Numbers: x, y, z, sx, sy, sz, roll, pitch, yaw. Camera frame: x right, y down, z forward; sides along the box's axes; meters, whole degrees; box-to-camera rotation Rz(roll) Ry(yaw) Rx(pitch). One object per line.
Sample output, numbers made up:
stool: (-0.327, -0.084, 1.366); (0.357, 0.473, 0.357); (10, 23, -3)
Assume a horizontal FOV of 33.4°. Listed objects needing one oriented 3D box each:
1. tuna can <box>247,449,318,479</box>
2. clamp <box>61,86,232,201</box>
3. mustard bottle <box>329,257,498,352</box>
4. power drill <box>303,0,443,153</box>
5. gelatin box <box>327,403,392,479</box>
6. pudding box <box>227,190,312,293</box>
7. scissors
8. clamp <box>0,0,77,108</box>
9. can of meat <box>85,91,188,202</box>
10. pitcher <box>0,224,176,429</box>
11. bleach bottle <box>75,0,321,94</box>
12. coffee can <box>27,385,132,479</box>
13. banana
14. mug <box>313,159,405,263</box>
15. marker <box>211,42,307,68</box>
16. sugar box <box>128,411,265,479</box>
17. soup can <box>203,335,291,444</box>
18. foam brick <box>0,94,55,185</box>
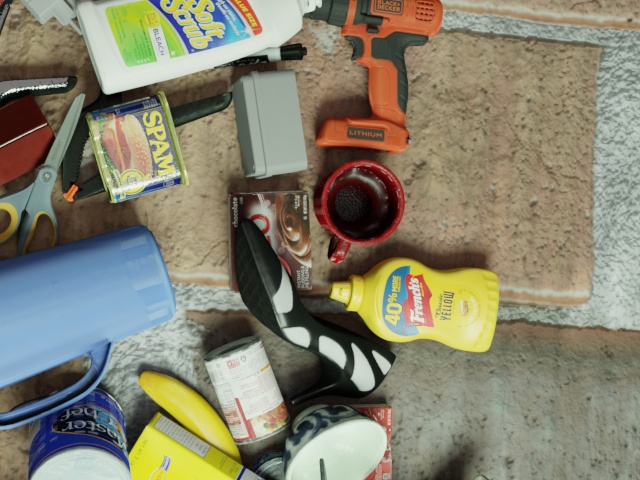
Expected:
tuna can: (-0.044, 0.281, 1.203); (0.086, 0.034, 0.086); (0, 91, -11)
clamp: (-0.205, -0.125, 1.161); (0.164, 0.036, 0.210); (29, 85, -10)
mustard bottle: (0.104, 0.069, 1.216); (0.191, 0.058, 0.096); (8, 88, -11)
power drill: (0.040, -0.196, 1.199); (0.184, 0.057, 0.188); (6, 91, -5)
gelatin box: (0.044, 0.233, 1.221); (0.073, 0.030, 0.089); (1, 90, -11)
pudding box: (-0.058, 0.001, 1.192); (0.090, 0.039, 0.113); (-3, 92, -11)
scissors: (-0.306, -0.065, 1.113); (0.096, 0.016, 0.202); (8, 113, -12)
clamp: (-0.359, -0.179, 1.129); (0.171, 0.039, 0.120); (-30, 94, -14)
can of meat: (-0.193, -0.097, 1.119); (0.083, 0.057, 0.102); (-17, 103, -13)
pitcher: (-0.275, 0.078, 1.106); (0.242, 0.145, 0.149); (-18, 122, -13)
bleach bottle: (-0.122, -0.235, 1.128); (0.250, 0.068, 0.102); (-19, 93, -12)
coffee can: (-0.248, 0.225, 1.094); (0.102, 0.140, 0.103); (-4, 110, -12)
banana: (-0.133, 0.224, 1.182); (0.069, 0.037, 0.198); (-24, 96, -12)
mug: (0.035, -0.030, 1.188); (0.093, 0.081, 0.117); (19, 87, -11)
marker: (-0.074, -0.203, 1.173); (0.121, 0.020, 0.020); (-3, 92, 11)
sugar box: (-0.129, 0.273, 1.152); (0.176, 0.048, 0.093); (32, 107, 3)
soup can: (-0.081, 0.164, 1.176); (0.068, 0.068, 0.102); (-22, 95, -10)
foam brick: (-0.321, -0.106, 1.122); (0.078, 0.051, 0.053); (-28, 56, -9)
